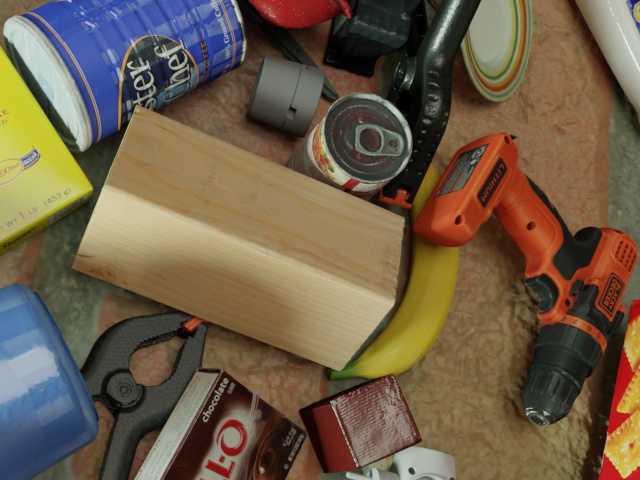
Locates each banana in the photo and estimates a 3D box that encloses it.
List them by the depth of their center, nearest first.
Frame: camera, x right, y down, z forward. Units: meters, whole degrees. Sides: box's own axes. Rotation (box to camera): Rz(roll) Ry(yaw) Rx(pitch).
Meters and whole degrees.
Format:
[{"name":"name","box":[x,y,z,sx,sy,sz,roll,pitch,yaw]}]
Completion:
[{"name":"banana","box":[0.072,0.030,0.826,0.069,0.037,0.197,27,68,-10]}]

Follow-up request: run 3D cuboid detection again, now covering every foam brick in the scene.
[{"name":"foam brick","box":[0.026,0.131,0.759,0.052,0.078,0.051,-19,83,-23]}]

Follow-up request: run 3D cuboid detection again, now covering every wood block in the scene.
[{"name":"wood block","box":[-0.055,0.001,0.750,0.206,0.091,0.090,22,45,-11]}]

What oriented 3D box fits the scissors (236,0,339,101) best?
[{"name":"scissors","box":[-0.071,-0.183,0.850,0.096,0.016,0.202,-26,84,-25]}]

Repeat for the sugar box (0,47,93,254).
[{"name":"sugar box","box":[-0.244,-0.081,0.744,0.093,0.048,0.176,-34,89,-18]}]

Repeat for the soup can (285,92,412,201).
[{"name":"soup can","box":[0.018,-0.060,0.798,0.068,0.102,0.068,5,73,-17]}]

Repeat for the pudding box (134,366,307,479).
[{"name":"pudding box","box":[-0.071,0.156,0.724,0.090,0.039,0.113,42,62,-31]}]

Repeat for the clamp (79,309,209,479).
[{"name":"clamp","box":[-0.148,0.103,0.730,0.120,0.039,0.171,41,60,-9]}]

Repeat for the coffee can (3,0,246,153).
[{"name":"coffee can","box":[-0.139,-0.140,0.767,0.140,0.103,0.103,-33,87,-24]}]

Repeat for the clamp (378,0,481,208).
[{"name":"clamp","box":[0.082,-0.131,0.820,0.036,0.165,0.210,14,78,-17]}]

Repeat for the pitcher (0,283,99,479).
[{"name":"pitcher","box":[-0.253,0.123,0.603,0.242,0.145,0.149,-26,62,-18]}]

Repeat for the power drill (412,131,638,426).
[{"name":"power drill","box":[0.158,0.024,0.826,0.187,0.057,0.184,44,57,-21]}]

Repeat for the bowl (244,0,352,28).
[{"name":"bowl","box":[-0.048,-0.212,0.794,0.055,0.162,0.162,-41,90,3]}]
